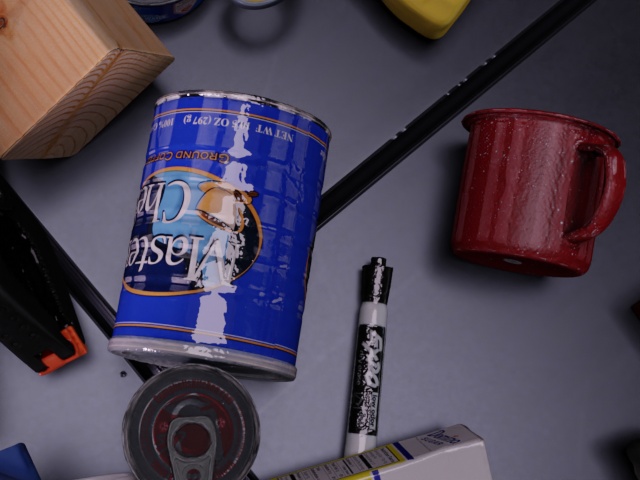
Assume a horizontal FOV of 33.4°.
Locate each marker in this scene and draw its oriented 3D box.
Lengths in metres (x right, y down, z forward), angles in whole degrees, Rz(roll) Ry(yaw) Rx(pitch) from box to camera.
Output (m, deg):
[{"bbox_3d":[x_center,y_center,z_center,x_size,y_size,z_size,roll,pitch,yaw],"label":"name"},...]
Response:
[{"bbox_3d":[0.029,0.069,0.630,0.020,0.020,0.121,7,79,-6],"label":"marker"}]

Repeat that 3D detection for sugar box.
[{"bbox_3d":[0.012,0.171,0.589,0.176,0.048,0.093,-14,97,-12],"label":"sugar box"}]

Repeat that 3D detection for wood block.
[{"bbox_3d":[-0.191,-0.152,0.595,0.091,0.090,0.206,-40,86,14],"label":"wood block"}]

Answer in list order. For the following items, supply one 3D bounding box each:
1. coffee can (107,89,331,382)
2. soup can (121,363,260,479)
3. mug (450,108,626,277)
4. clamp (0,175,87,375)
[{"bbox_3d":[-0.054,0.001,0.590,0.102,0.103,0.140,10,78,-5],"label":"coffee can"},{"bbox_3d":[-0.069,0.103,0.569,0.068,0.102,0.068,1,79,-7],"label":"soup can"},{"bbox_3d":[0.129,-0.025,0.615,0.093,0.117,0.081,15,82,-32],"label":"mug"},{"bbox_3d":[-0.191,-0.025,0.584,0.036,0.164,0.210,-27,107,12],"label":"clamp"}]
